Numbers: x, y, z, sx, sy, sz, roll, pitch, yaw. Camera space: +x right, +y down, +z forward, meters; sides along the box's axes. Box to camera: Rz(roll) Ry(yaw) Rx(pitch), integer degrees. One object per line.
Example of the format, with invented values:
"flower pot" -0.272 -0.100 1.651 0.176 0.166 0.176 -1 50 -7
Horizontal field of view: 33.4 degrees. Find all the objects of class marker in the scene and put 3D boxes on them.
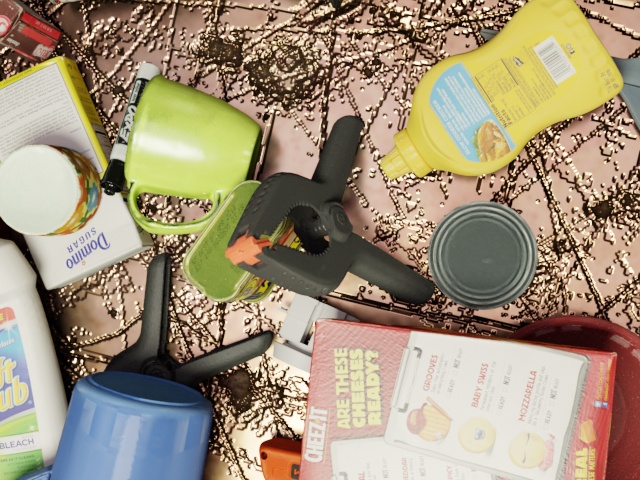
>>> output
"marker" -0.156 -0.091 0.878 0.020 0.020 0.121 10 67 8

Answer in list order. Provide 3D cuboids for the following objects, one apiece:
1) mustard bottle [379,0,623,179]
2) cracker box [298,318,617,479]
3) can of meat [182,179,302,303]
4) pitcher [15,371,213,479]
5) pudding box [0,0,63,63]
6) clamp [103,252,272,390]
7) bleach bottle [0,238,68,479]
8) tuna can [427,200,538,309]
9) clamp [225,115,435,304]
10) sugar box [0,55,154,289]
"mustard bottle" 0.130 -0.106 0.833 0.192 0.058 0.096 -33 92 14
"cracker box" 0.097 0.148 0.777 0.214 0.072 0.164 6 87 10
"can of meat" -0.055 0.001 0.848 0.057 0.084 0.102 38 98 12
"pitcher" -0.169 0.227 0.816 0.145 0.149 0.243 15 93 37
"pudding box" -0.280 -0.198 0.886 0.113 0.090 0.039 38 93 8
"clamp" -0.136 0.098 0.886 0.171 0.039 0.120 -45 82 6
"bleach bottle" -0.265 0.101 0.863 0.102 0.068 0.251 -9 101 4
"tuna can" 0.129 0.012 0.850 0.086 0.033 0.086 0 89 8
"clamp" 0.001 -0.020 0.800 0.036 0.209 0.164 -28 77 35
"sugar box" -0.218 -0.057 0.898 0.093 0.048 0.176 -23 89 7
